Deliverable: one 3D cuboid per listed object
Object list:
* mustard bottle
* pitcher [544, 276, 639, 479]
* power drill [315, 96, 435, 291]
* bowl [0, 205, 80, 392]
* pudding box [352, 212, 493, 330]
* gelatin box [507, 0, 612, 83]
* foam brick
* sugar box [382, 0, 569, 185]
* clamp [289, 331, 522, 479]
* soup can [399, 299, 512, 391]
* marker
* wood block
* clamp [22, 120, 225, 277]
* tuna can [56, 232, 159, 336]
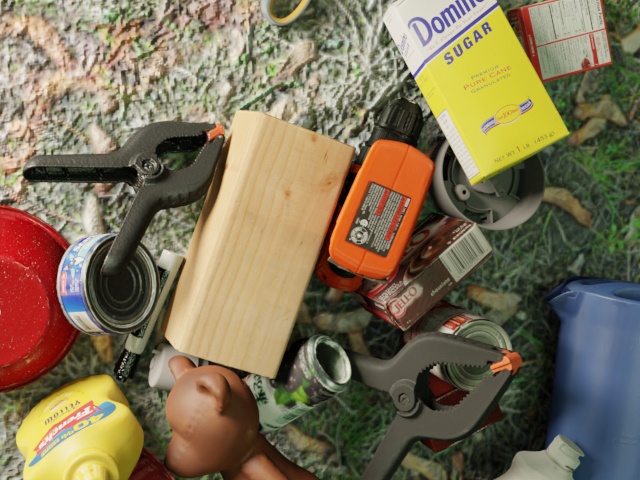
[{"bbox_3d":[-0.187,0.164,0.838,0.096,0.192,0.058,-32,106,-12],"label":"mustard bottle"},{"bbox_3d":[0.294,0.162,1.031,0.144,0.149,0.243,-2,103,-47],"label":"pitcher"},{"bbox_3d":[0.050,-0.040,0.894,0.057,0.187,0.184,21,91,-1],"label":"power drill"},{"bbox_3d":[-0.269,0.053,0.870,0.162,0.055,0.162,-3,99,-18],"label":"bowl"},{"bbox_3d":[0.089,0.026,0.965,0.113,0.090,0.039,-38,109,-11],"label":"pudding box"},{"bbox_3d":[0.228,-0.193,1.013,0.089,0.030,0.073,-17,101,-16],"label":"gelatin box"},{"bbox_3d":[0.124,0.157,1.015,0.078,0.051,0.053,-24,105,-14],"label":"foam brick"},{"bbox_3d":[0.138,-0.148,0.953,0.093,0.048,0.176,-27,87,-13],"label":"sugar box"},{"bbox_3d":[0.072,0.128,0.925,0.210,0.036,0.164,-32,78,28],"label":"clamp"},{"bbox_3d":[0.123,0.095,0.979,0.068,0.102,0.068,-2,98,-18],"label":"soup can"},{"bbox_3d":[-0.151,0.066,0.929,0.020,0.020,0.121,23,90,-20],"label":"marker"},{"bbox_3d":[-0.056,0.001,0.913,0.090,0.091,0.206,19,91,-20],"label":"wood block"},{"bbox_3d":[-0.143,-0.043,0.879,0.171,0.039,0.120,-24,77,-26],"label":"clamp"},{"bbox_3d":[-0.175,0.037,0.887,0.085,0.034,0.086,8,80,-51],"label":"tuna can"}]
